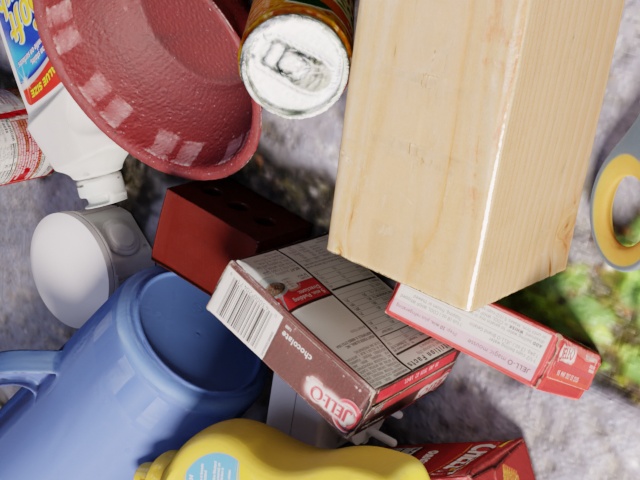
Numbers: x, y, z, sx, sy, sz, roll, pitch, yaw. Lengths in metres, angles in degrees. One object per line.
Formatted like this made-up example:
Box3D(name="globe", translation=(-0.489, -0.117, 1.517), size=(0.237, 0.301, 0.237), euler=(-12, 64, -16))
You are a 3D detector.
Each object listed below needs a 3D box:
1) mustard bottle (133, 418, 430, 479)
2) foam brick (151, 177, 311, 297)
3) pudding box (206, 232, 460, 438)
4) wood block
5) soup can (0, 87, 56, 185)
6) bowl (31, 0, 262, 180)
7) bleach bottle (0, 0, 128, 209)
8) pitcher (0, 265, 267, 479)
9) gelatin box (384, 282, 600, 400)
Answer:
Box3D(name="mustard bottle", translation=(-0.030, 0.147, 0.572), size=(0.192, 0.058, 0.096), euler=(5, 106, 38))
Box3D(name="foam brick", translation=(-0.054, 0.001, 0.646), size=(0.078, 0.052, 0.051), euler=(29, 119, 28))
Box3D(name="pudding box", translation=(0.009, 0.048, 0.585), size=(0.114, 0.089, 0.039), euler=(42, 122, 23))
Box3D(name="wood block", translation=(0.075, -0.086, 0.492), size=(0.090, 0.090, 0.206), euler=(24, 117, 35))
Box3D(name="soup can", translation=(-0.237, -0.068, 0.740), size=(0.069, 0.102, 0.068), euler=(12, 110, 35))
Box3D(name="bowl", translation=(-0.087, -0.115, 0.616), size=(0.162, 0.055, 0.162), euler=(25, 141, 21))
Box3D(name="bleach bottle", translation=(-0.165, -0.146, 0.688), size=(0.103, 0.067, 0.251), euler=(-6, 101, 40))
Box3D(name="pitcher", translation=(-0.151, 0.121, 0.702), size=(0.243, 0.149, 0.145), euler=(-46, 74, 34))
Box3D(name="gelatin box", translation=(0.087, 0.046, 0.530), size=(0.089, 0.073, 0.030), euler=(25, 90, 32))
